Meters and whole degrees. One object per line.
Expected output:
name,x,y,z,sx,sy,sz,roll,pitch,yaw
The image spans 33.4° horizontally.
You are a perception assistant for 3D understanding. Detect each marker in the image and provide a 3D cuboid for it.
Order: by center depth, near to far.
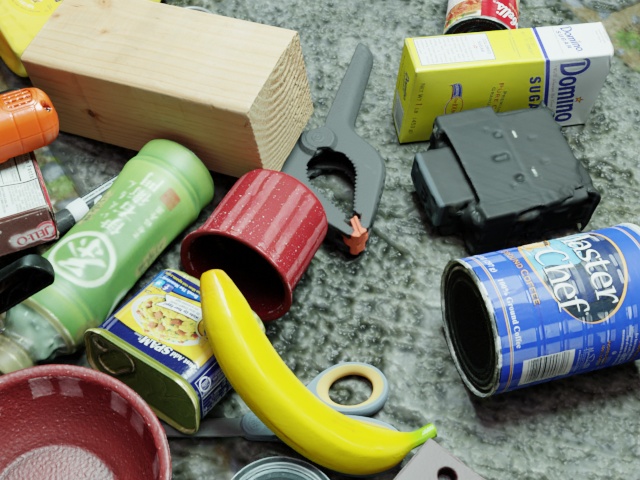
marker,-0.175,-0.036,0.861,0.121,0.020,0.020,-36,65,-26

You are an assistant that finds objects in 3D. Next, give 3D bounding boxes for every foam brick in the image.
foam brick,0.068,0.182,0.711,0.053,0.051,0.078,35,59,18

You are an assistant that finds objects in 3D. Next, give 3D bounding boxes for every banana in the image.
banana,-0.015,0.102,0.722,0.197,0.037,0.069,38,57,-8

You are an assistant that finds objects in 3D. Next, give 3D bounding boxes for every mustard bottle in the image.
mustard bottle,-0.205,-0.218,0.963,0.191,0.058,0.096,-28,57,-23

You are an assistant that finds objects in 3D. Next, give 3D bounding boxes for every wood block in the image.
wood block,-0.121,-0.126,0.858,0.206,0.091,0.090,16,58,20

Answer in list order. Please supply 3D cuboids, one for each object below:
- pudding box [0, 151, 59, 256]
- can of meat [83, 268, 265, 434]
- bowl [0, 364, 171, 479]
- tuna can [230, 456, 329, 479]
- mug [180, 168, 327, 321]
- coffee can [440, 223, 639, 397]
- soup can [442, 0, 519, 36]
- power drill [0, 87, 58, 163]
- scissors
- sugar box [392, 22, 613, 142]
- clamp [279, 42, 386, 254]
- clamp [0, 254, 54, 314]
pudding box,-0.266,-0.025,0.820,0.113,0.039,0.090,-17,44,-13
can of meat,-0.102,0.075,0.759,0.102,0.057,0.083,27,50,22
bowl,-0.177,0.164,0.698,0.162,0.055,0.162,2,55,-4
tuna can,-0.027,0.188,0.709,0.086,0.034,0.086,2,55,-4
mug,-0.055,0.001,0.814,0.117,0.093,0.081,-4,40,38
coffee can,0.172,0.050,0.782,0.140,0.103,0.103,-11,57,-13
soup can,0.149,-0.215,0.987,0.068,0.068,0.102,10,54,1
power drill,-0.318,-0.104,0.846,0.184,0.057,0.188,-20,44,-19
scissors,-0.035,0.118,0.768,0.202,0.016,0.096,12,53,4
sugar box,0.154,-0.135,0.916,0.176,0.093,0.048,-5,56,-8
clamp,-0.014,-0.077,0.894,0.164,0.036,0.210,-11,56,-6
clamp,-0.244,0.063,0.724,0.039,0.172,0.120,39,68,-29
